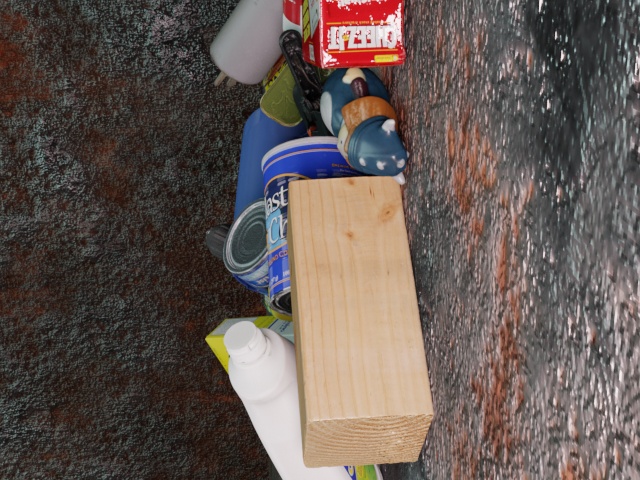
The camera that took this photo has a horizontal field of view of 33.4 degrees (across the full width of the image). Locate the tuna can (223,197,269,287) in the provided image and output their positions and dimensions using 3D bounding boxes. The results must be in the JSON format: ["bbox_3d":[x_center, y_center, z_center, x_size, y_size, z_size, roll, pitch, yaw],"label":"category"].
[{"bbox_3d":[-0.057,0.001,1.055,0.086,0.033,0.086,-29,46,35],"label":"tuna can"}]

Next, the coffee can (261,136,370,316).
[{"bbox_3d":[0.000,-0.010,0.976,0.103,0.102,0.140,102,164,-69],"label":"coffee can"}]

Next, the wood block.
[{"bbox_3d":[0.024,0.060,0.824,0.091,0.090,0.206,95,171,-57],"label":"wood block"}]

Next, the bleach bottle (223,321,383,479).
[{"bbox_3d":[-0.016,0.163,0.899,0.102,0.068,0.250,-95,-18,-47],"label":"bleach bottle"}]

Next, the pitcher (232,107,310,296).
[{"bbox_3d":[-0.037,-0.064,1.305,0.145,0.149,0.243,67,-165,-45],"label":"pitcher"}]

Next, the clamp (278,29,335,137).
[{"bbox_3d":[0.003,-0.145,1.160,0.120,0.039,0.171,59,176,22],"label":"clamp"}]

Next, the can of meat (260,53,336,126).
[{"bbox_3d":[-0.028,-0.201,1.289,0.102,0.057,0.084,-50,22,25],"label":"can of meat"}]

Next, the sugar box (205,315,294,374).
[{"bbox_3d":[-0.046,0.130,1.176,0.177,0.048,0.093,-8,119,54],"label":"sugar box"}]

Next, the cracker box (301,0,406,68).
[{"bbox_3d":[0.023,-0.246,0.834,0.164,0.072,0.214,-114,22,-77],"label":"cracker box"}]
